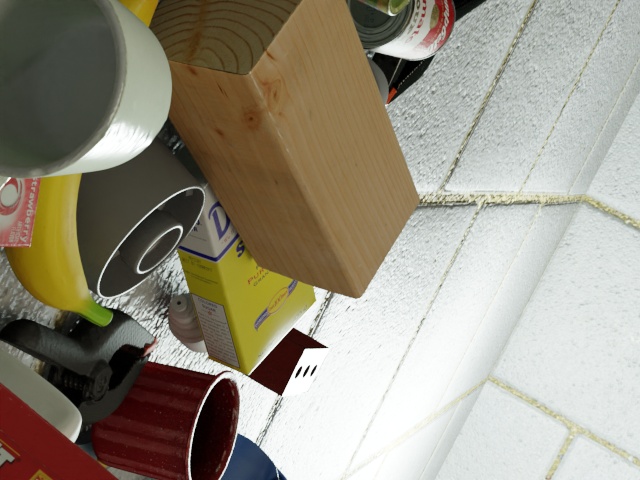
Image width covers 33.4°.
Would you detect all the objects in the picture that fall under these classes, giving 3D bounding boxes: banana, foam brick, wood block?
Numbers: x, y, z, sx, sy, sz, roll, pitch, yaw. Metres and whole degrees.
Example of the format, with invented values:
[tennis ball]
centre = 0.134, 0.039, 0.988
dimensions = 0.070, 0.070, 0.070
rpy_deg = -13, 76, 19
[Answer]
[banana]
centre = -0.129, -0.045, 0.554
dimensions = 0.069, 0.037, 0.198
rpy_deg = -10, 118, -52
[foam brick]
centre = -0.034, 0.115, 1.037
dimensions = 0.053, 0.051, 0.078
rpy_deg = -63, 161, 5
[wood block]
centre = -0.019, -0.066, 0.651
dimensions = 0.090, 0.090, 0.206
rpy_deg = -57, 144, -24

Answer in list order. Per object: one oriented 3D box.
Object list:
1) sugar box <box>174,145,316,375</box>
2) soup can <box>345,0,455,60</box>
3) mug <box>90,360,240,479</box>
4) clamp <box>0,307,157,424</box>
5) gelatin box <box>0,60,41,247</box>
[sugar box]
centre = -0.055, 0.001, 0.757
dimensions = 0.093, 0.048, 0.176
rpy_deg = -47, 144, -35
[soup can]
centre = 0.056, -0.176, 0.818
dimensions = 0.102, 0.068, 0.068
rpy_deg = -11, 128, -65
[mug]
centre = -0.111, 0.136, 0.789
dimensions = 0.117, 0.082, 0.093
rpy_deg = 56, 47, -66
[clamp]
centre = -0.160, 0.098, 0.685
dimensions = 0.171, 0.039, 0.120
rpy_deg = -9, 121, -69
[gelatin box]
centre = -0.156, -0.042, 0.483
dimensions = 0.073, 0.030, 0.089
rpy_deg = 1, 101, -68
